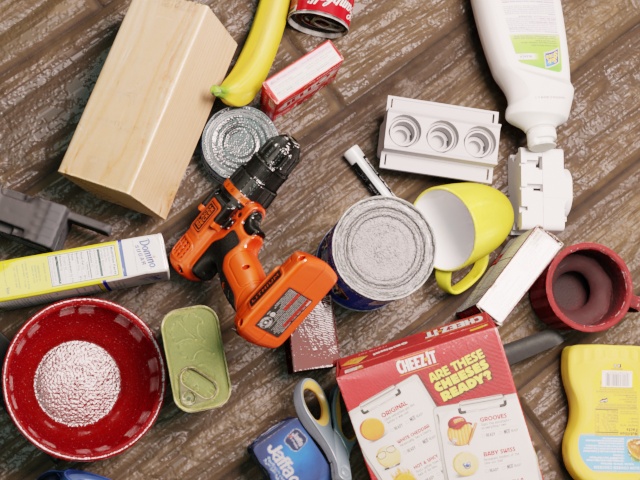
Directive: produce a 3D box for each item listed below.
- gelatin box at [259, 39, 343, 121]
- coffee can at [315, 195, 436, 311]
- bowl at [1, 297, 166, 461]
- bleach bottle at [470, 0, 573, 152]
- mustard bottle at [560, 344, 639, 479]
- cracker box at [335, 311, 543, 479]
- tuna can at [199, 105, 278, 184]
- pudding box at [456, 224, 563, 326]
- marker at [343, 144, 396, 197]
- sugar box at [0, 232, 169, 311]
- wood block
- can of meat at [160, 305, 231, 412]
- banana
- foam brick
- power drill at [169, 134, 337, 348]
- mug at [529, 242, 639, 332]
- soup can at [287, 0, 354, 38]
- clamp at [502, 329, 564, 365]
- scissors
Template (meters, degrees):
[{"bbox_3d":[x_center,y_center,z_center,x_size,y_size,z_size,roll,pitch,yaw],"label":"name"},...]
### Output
[{"bbox_3d":[-0.022,-0.169,1.138,0.089,0.073,0.030,-36,87,-10],"label":"gelatin box"},{"bbox_3d":[0.053,0.016,1.087,0.102,0.140,0.103,1,82,-7],"label":"coffee can"},{"bbox_3d":[-0.238,0.140,1.068,0.162,0.055,0.162,5,75,-21],"label":"bowl"},{"bbox_3d":[0.215,-0.218,1.159,0.102,0.068,0.251,-3,75,-8],"label":"bleach bottle"},{"bbox_3d":[0.305,0.208,1.130,0.096,0.058,0.191,3,81,-7],"label":"mustard bottle"},{"bbox_3d":[0.125,0.199,1.067,0.164,0.072,0.214,-18,101,4],"label":"cracker box"},{"bbox_3d":[-0.086,-0.101,1.142,0.086,0.034,0.086,1,82,-6],"label":"tuna can"},{"bbox_3d":[0.198,0.042,1.125,0.039,0.090,0.113,38,79,0],"label":"pudding box"},{"bbox_3d":[0.068,-0.051,1.160,0.020,0.020,0.121,-37,87,-10],"label":"marker"},{"bbox_3d":[-0.242,0.032,1.076,0.176,0.093,0.048,-13,84,-9],"label":"sugar box"},{"bbox_3d":[-0.175,-0.139,1.097,0.090,0.090,0.206,18,80,20],"label":"wood block"},{"bbox_3d":[-0.126,0.121,1.080,0.057,0.084,0.102,-11,83,-8],"label":"can of meat"},{"bbox_3d":[-0.066,-0.212,1.142,0.037,0.070,0.197,18,64,6],"label":"banana"},{"bbox_3d":[-0.011,0.097,1.113,0.051,0.053,0.078,-6,82,-7],"label":"foam brick"},{"bbox_3d":[-0.057,0.001,1.052,0.057,0.188,0.184,31,104,-40],"label":"power drill"},{"bbox_3d":[0.284,0.056,1.137,0.117,0.081,0.093,12,81,-5],"label":"mug"},{"bbox_3d":[0.008,-0.280,1.160,0.068,0.068,0.102,13,81,-5],"label":"soup can"},{"bbox_3d":[0.144,0.165,1.127,0.210,0.036,0.164,7,91,-1],"label":"clamp"},{"bbox_3d":[0.007,0.217,1.052,0.096,0.016,0.201,35,38,-25],"label":"scissors"}]
